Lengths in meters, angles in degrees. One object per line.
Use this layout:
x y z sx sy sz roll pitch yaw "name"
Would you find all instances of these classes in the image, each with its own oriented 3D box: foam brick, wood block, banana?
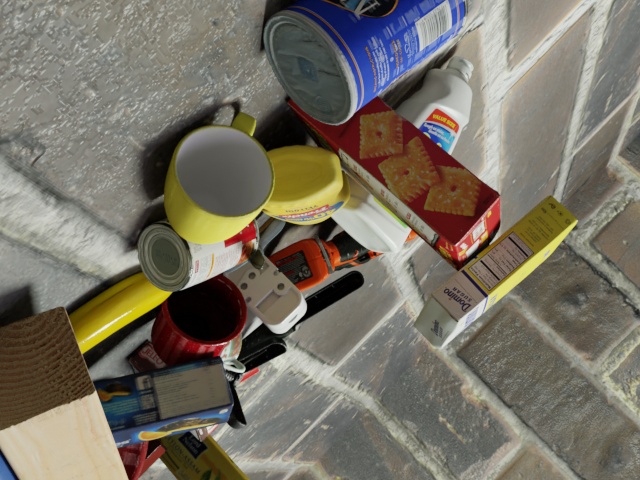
-0.234 0.243 1.304 0.053 0.078 0.051 -45 165 -12 "foam brick"
-0.239 0.158 0.949 0.090 0.091 0.206 -21 151 -15 "wood block"
-0.202 0.074 1.022 0.197 0.037 0.070 -32 160 -41 "banana"

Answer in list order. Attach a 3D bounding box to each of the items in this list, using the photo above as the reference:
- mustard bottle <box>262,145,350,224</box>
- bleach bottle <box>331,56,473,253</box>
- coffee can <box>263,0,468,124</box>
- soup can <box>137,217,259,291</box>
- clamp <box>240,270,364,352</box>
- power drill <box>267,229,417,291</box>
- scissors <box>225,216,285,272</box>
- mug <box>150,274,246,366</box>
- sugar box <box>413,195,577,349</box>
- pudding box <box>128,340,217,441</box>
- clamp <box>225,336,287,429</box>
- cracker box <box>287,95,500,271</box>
-0.019 -0.052 1.099 0.096 0.058 0.191 -11 173 5 "mustard bottle"
0.105 -0.113 1.232 0.102 0.068 0.250 43 69 -34 "bleach bottle"
0.038 -0.176 0.883 0.140 0.103 0.103 -39 164 -24 "coffee can"
-0.115 0.003 1.011 0.102 0.068 0.069 -25 154 -52 "soup can"
-0.044 0.104 1.401 0.164 0.036 0.210 -29 178 -38 "clamp"
0.011 0.018 1.355 0.185 0.057 0.187 -28 176 43 "power drill"
-0.057 0.001 1.108 0.096 0.016 0.202 -45 -169 -17 "scissors"
-0.133 0.081 1.155 0.082 0.093 0.117 123 -18 -50 "mug"
0.178 0.034 1.088 0.176 0.048 0.093 -40 166 -20 "sugar box"
-0.167 0.175 1.234 0.039 0.113 0.090 -43 166 -16 "pudding box"
-0.118 0.175 1.317 0.172 0.039 0.120 -11 -138 50 "clamp"
0.080 -0.071 1.055 0.072 0.214 0.164 -47 165 -1 "cracker box"
